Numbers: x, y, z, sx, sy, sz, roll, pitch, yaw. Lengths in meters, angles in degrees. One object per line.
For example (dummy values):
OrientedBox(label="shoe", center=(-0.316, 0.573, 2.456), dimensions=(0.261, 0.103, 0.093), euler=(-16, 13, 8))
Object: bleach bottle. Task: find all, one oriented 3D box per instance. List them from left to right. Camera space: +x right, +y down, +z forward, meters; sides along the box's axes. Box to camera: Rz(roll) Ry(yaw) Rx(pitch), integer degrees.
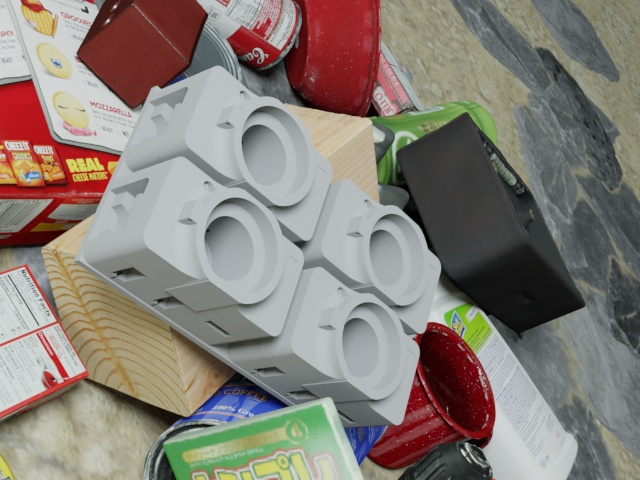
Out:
OrientedBox(label="bleach bottle", center=(0.119, 0.096, 0.881), dimensions=(0.251, 0.068, 0.102), euler=(59, 32, -6))

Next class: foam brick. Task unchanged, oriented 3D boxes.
OrientedBox(label="foam brick", center=(-0.111, -0.131, 0.674), dimensions=(0.051, 0.053, 0.078), euler=(45, 26, -25))

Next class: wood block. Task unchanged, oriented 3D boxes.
OrientedBox(label="wood block", center=(-0.055, 0.001, 0.645), dimensions=(0.205, 0.090, 0.091), euler=(-41, 134, -43))

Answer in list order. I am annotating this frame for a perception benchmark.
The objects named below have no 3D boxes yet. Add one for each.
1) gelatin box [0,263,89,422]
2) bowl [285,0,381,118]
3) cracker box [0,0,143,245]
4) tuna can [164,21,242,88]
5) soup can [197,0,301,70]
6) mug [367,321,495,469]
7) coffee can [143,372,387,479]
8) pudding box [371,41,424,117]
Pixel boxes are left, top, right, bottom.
OrientedBox(label="gelatin box", center=(-0.175, 0.059, 0.563), dimensions=(0.073, 0.030, 0.089), euler=(58, 31, 5))
OrientedBox(label="bowl", center=(0.004, -0.181, 0.956), dimensions=(0.055, 0.162, 0.162), euler=(-2, 56, -15))
OrientedBox(label="cracker box", center=(-0.196, -0.102, 0.642), dimensions=(0.163, 0.072, 0.214), euler=(-5, 65, -58))
OrientedBox(label="tuna can", center=(-0.104, -0.141, 0.843), dimensions=(0.086, 0.034, 0.086), euler=(35, 37, -32))
OrientedBox(label="soup can", center=(-0.075, -0.198, 0.904), dimensions=(0.102, 0.069, 0.068), euler=(27, 42, -39))
OrientedBox(label="mug", center=(0.079, 0.127, 0.805), dimensions=(0.117, 0.082, 0.093), euler=(39, 35, -26))
OrientedBox(label="coffee can", center=(-0.026, 0.120, 0.643), dimensions=(0.103, 0.103, 0.140), euler=(54, 31, -4))
OrientedBox(label="pudding box", center=(0.065, -0.153, 1.056), dimensions=(0.090, 0.039, 0.113), euler=(62, 13, 9))
